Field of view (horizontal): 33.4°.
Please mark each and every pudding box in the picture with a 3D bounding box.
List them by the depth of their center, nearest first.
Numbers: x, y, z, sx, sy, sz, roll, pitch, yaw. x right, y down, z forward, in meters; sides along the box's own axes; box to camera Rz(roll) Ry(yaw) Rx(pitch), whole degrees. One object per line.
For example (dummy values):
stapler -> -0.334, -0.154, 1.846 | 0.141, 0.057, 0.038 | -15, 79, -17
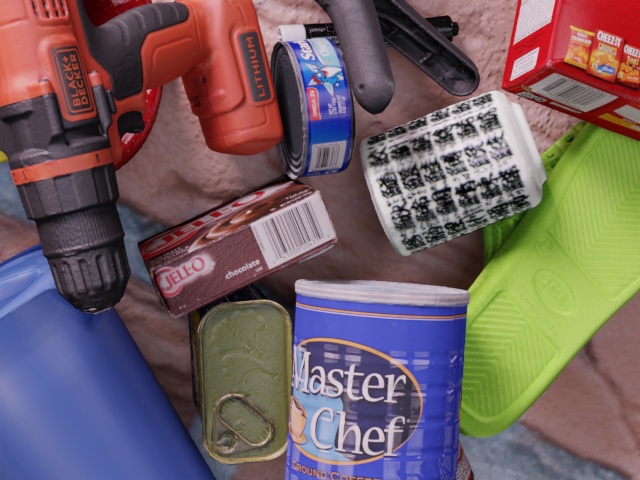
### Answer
pudding box -> -0.054, 0.001, 0.664 | 0.113, 0.090, 0.039 | -23, 106, -9

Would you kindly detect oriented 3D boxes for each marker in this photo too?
marker -> 0.032, -0.135, 0.697 | 0.121, 0.020, 0.020 | -6, 101, -12

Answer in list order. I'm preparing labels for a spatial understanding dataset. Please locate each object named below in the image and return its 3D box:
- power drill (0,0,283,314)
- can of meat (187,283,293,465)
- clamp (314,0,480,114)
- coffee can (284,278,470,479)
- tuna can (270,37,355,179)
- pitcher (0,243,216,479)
power drill -> -0.098, -0.068, 0.599 | 0.187, 0.057, 0.184 | -25, 106, -54
can of meat -> -0.053, 0.079, 0.680 | 0.057, 0.084, 0.102 | -4, 100, -13
clamp -> 0.019, -0.145, 0.643 | 0.171, 0.120, 0.039 | 49, 120, 5
coffee can -> 0.032, 0.096, 0.626 | 0.102, 0.103, 0.140 | 3, 91, -14
tuna can -> -0.006, -0.082, 0.663 | 0.033, 0.086, 0.086 | -8, 101, -14
pitcher -> -0.152, 0.132, 0.653 | 0.144, 0.149, 0.243 | -37, 110, -21
